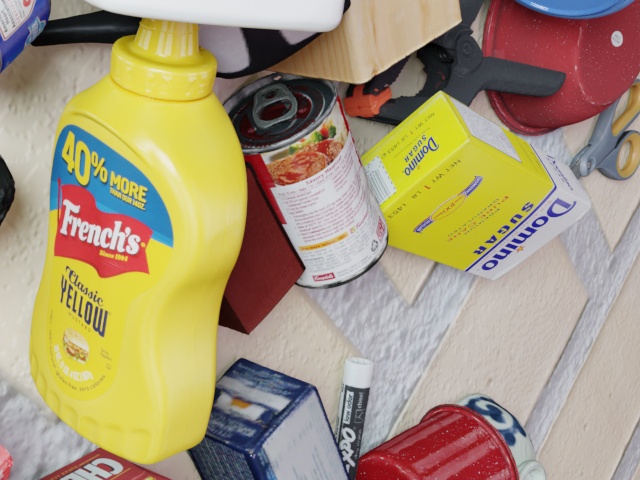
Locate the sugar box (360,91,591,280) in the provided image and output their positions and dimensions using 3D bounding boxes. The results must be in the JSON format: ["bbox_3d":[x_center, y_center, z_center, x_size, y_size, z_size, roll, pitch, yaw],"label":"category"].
[{"bbox_3d":[0.096,-0.027,0.683,0.093,0.048,0.175,-39,146,25],"label":"sugar box"}]

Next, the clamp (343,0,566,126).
[{"bbox_3d":[0.081,-0.129,0.666,0.171,0.039,0.120,-25,98,-34],"label":"clamp"}]

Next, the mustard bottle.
[{"bbox_3d":[-0.075,-0.007,0.445,0.058,0.096,0.192,-15,128,-45],"label":"mustard bottle"}]

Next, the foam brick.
[{"bbox_3d":[-0.054,0.001,0.542,0.051,0.053,0.078,-51,134,-27],"label":"foam brick"}]

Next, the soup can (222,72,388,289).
[{"bbox_3d":[-0.008,-0.032,0.574,0.068,0.069,0.102,-49,135,-28],"label":"soup can"}]

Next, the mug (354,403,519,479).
[{"bbox_3d":[0.072,0.178,0.724,0.081,0.093,0.117,-18,124,-41],"label":"mug"}]

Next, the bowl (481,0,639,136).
[{"bbox_3d":[0.189,-0.147,0.765,0.161,0.055,0.162,-19,121,-37],"label":"bowl"}]

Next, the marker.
[{"bbox_3d":[0.017,0.137,0.695,0.020,0.020,0.121,-1,102,-50],"label":"marker"}]
